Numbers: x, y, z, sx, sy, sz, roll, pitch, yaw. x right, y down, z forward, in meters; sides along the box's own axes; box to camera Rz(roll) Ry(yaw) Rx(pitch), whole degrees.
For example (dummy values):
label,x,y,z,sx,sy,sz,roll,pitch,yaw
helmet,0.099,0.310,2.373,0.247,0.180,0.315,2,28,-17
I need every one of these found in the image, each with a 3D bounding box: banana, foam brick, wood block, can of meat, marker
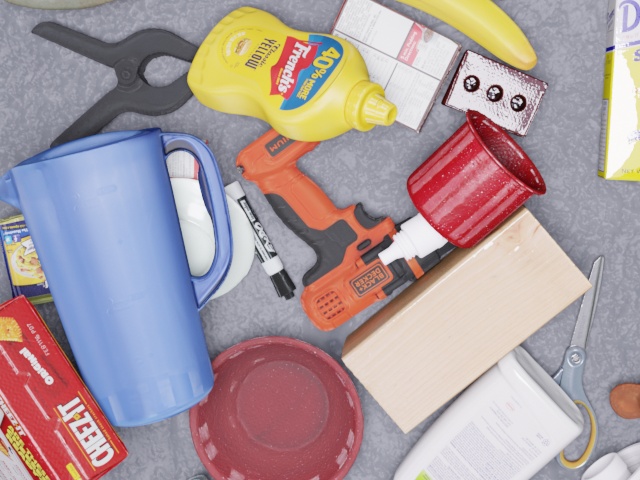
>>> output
label,x,y,z,sx,sy,sz,roll,pitch,yaw
banana,0.099,-0.206,0.931,0.197,0.037,0.069,21,58,-4
foam brick,0.152,-0.129,0.940,0.078,0.051,0.053,22,99,2
wood block,0.126,0.065,0.952,0.206,0.090,0.091,-40,93,9
can of meat,-0.246,0.012,0.998,0.102,0.057,0.084,-11,96,7
marker,-0.057,0.001,0.996,0.020,0.020,0.121,-28,95,9

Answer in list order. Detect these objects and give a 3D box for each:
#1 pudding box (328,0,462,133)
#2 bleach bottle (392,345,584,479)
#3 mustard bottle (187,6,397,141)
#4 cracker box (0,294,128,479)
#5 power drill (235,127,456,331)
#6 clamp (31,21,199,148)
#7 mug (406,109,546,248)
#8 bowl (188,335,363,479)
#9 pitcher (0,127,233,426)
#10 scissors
label,x,y,z,sx,sy,sz,roll,pitch,yaw
pudding box,0.058,-0.159,0.953,0.113,0.039,0.090,27,100,3
bleach bottle,0.117,0.212,0.982,0.251,0.068,0.102,-44,84,18
mustard bottle,-0.017,-0.134,0.905,0.192,0.058,0.096,25,70,31
cracker box,-0.267,0.148,0.948,0.072,0.214,0.164,-35,94,-31
power drill,0.027,-0.037,0.963,0.184,0.057,0.187,-34,93,2
clamp,-0.179,-0.140,0.978,0.171,0.039,0.120,1,100,5
mug,0.128,-0.053,0.900,0.093,0.117,0.082,41,114,-13
bowl,-0.039,0.163,1.000,0.162,0.055,0.162,1,98,5
pitcher,-0.161,0.027,0.916,0.149,0.144,0.243,-6,104,37
scissors,0.216,0.115,0.988,0.096,0.016,0.202,-2,98,6
